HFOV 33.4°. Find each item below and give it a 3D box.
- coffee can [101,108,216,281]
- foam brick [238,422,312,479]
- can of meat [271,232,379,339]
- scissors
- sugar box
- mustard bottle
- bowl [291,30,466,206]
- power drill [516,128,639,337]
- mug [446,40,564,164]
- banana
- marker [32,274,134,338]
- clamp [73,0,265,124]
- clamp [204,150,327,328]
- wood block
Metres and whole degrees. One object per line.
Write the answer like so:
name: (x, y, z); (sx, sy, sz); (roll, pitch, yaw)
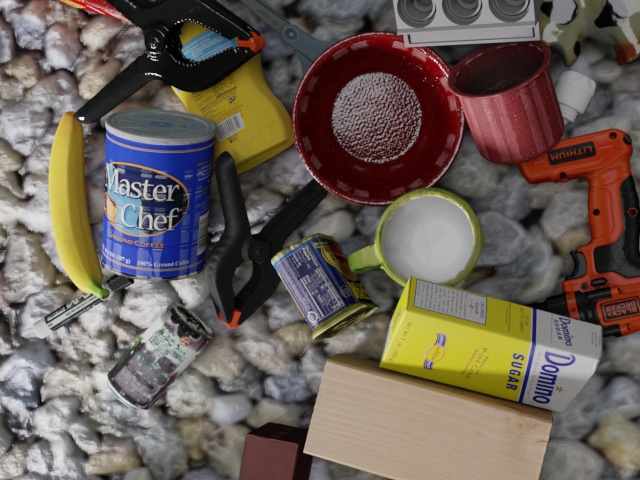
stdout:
coffee can: (-0.155, -0.045, 1.016); (0.103, 0.102, 0.140); (11, 111, 12)
foam brick: (-0.040, 0.207, 1.015); (0.053, 0.078, 0.051); (10, 91, 12)
can of meat: (0.004, 0.042, 1.001); (0.057, 0.102, 0.084); (-33, 79, 9)
scissors: (-0.029, -0.181, 1.049); (0.202, 0.016, 0.096); (25, 98, 4)
sugar box: (0.149, 0.095, 0.943); (0.176, 0.093, 0.048); (16, 49, -1)
mustard bottle: (-0.101, -0.164, 1.054); (0.096, 0.058, 0.191); (-27, 82, 24)
bowl: (0.054, -0.115, 1.009); (0.162, 0.055, 0.162); (0, 99, 1)
power drill: (0.234, 0.002, 0.977); (0.184, 0.057, 0.187); (-13, 86, 14)
mug: (0.169, -0.129, 0.964); (0.093, 0.117, 0.081); (-20, 124, 9)
banana: (-0.246, -0.029, 1.083); (0.070, 0.037, 0.198); (-22, 77, 39)
marker: (-0.241, 0.063, 1.094); (0.121, 0.020, 0.020); (-31, 82, 9)
clamp: (-0.156, -0.181, 1.020); (0.210, 0.036, 0.165); (11, 110, 17)
clamp: (-0.057, 0.001, 1.036); (0.120, 0.039, 0.171); (5, 107, -22)
wood block: (0.100, 0.175, 0.980); (0.206, 0.090, 0.091); (14, 91, 12)
